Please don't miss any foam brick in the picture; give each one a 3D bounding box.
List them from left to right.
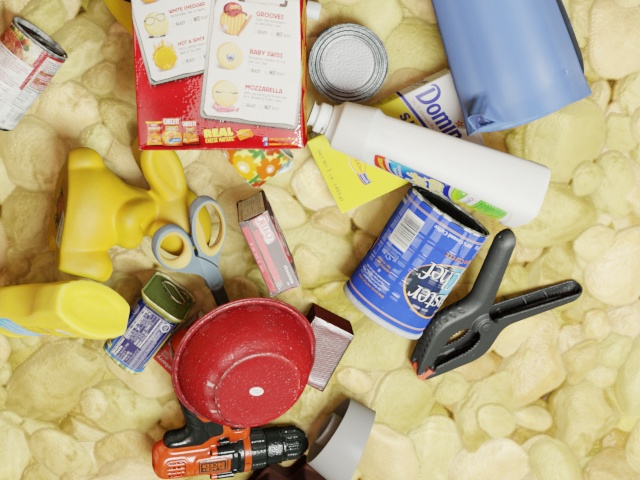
[{"bbox_3d":[-0.003,0.122,1.221,0.051,0.053,0.078,26,101,-9],"label":"foam brick"}]

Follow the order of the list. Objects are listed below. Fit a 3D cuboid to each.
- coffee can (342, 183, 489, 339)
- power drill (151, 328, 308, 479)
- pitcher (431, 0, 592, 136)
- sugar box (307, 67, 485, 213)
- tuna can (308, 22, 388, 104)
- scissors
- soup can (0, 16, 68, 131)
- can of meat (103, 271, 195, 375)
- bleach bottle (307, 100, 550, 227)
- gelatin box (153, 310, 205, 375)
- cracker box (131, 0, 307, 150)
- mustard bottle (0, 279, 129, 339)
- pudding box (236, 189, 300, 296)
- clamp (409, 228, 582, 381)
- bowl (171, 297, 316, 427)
[{"bbox_3d":[0.104,0.022,1.170,0.102,0.103,0.140,30,104,-10],"label":"coffee can"},{"bbox_3d":[-0.099,0.185,1.202,0.184,0.057,0.188,-6,118,-17],"label":"power drill"},{"bbox_3d":[0.185,-0.240,1.096,0.145,0.149,0.243,-18,96,8],"label":"pitcher"},{"bbox_3d":[0.082,-0.109,1.168,0.176,0.048,0.093,-26,105,5],"label":"sugar box"},{"bbox_3d":[0.029,-0.191,1.150,0.086,0.034,0.086,-1,105,-2],"label":"tuna can"},{"bbox_3d":[-0.134,0.044,1.165,0.096,0.016,0.202,-20,127,-28],"label":"scissors"},{"bbox_3d":[-0.323,-0.174,1.121,0.068,0.068,0.102,38,100,-11],"label":"soup can"},{"bbox_3d":[-0.190,0.091,1.180,0.057,0.102,0.084,37,103,-6],"label":"can of meat"},{"bbox_3d":[0.106,-0.087,1.111,0.250,0.102,0.068,20,84,-6],"label":"bleach bottle"},{"bbox_3d":[-0.136,0.138,1.230,0.073,0.030,0.089,-41,102,8],"label":"gelatin box"},{"bbox_3d":[-0.096,-0.196,1.038,0.164,0.072,0.214,-1,101,3],"label":"cracker box"},{"bbox_3d":[-0.301,0.076,1.151,0.096,0.192,0.058,22,70,-46],"label":"mustard bottle"},{"bbox_3d":[-0.058,0.002,1.155,0.039,0.113,0.090,-22,105,-2],"label":"pudding box"},{"bbox_3d":[0.179,0.079,1.202,0.210,0.036,0.164,-38,133,12],"label":"clamp"},{"bbox_3d":[-0.073,0.142,1.121,0.162,0.055,0.162,-9,121,-16],"label":"bowl"}]
